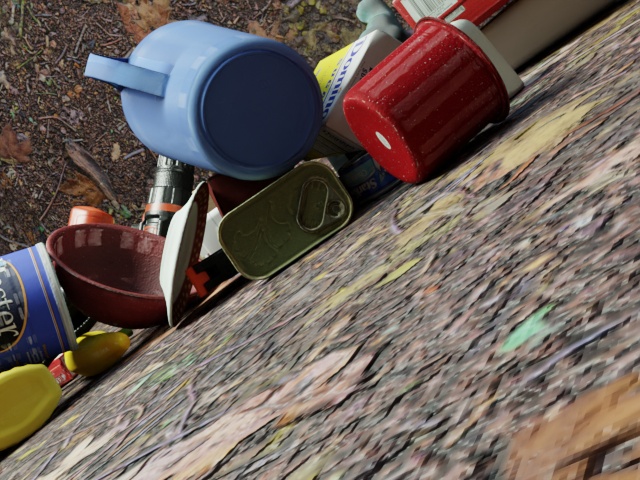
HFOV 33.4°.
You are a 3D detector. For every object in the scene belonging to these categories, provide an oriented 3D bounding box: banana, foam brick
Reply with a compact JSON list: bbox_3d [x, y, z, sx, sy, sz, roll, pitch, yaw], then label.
[{"bbox_3d":[-0.220,0.105,1.047,0.069,0.037,0.198,-39,6,-8],"label":"banana"},{"bbox_3d":[-0.060,-0.048,0.984,0.078,0.051,0.053,-28,-2,-8],"label":"foam brick"}]

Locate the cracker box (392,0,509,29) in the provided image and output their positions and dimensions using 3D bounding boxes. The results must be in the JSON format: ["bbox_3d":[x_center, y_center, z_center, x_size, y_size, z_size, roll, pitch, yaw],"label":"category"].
[{"bbox_3d":[0.180,-0.278,1.042,0.164,0.072,0.213,-36,5,32],"label":"cracker box"}]

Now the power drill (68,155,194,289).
[{"bbox_3d":[-0.211,-0.010,1.184,0.057,0.184,0.188,19,-18,-41],"label":"power drill"}]

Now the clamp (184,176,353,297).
[{"bbox_3d":[-0.056,0.001,0.956,0.171,0.039,0.120,-31,-4,-31],"label":"clamp"}]

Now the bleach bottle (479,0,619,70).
[{"bbox_3d":[0.181,-0.194,1.054,0.251,0.068,0.102,-37,5,9],"label":"bleach bottle"}]

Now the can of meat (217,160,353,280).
[{"bbox_3d":[-0.025,-0.018,0.836,0.102,0.057,0.084,-34,3,4],"label":"can of meat"}]

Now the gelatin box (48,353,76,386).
[{"bbox_3d":[-0.301,0.152,1.182,0.073,0.030,0.089,-34,6,3],"label":"gelatin box"}]

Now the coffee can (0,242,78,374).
[{"bbox_3d":[-0.298,0.071,0.947,0.140,0.103,0.103,-19,1,-16],"label":"coffee can"}]

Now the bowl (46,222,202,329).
[{"bbox_3d":[-0.189,0.041,1.034,0.162,0.162,0.055,-51,-21,-70],"label":"bowl"}]

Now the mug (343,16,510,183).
[{"bbox_3d":[0.072,-0.089,0.754,0.081,0.093,0.117,-41,-24,-13],"label":"mug"}]

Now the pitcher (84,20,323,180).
[{"bbox_3d":[-0.095,-0.121,0.902,0.149,0.145,0.243,-32,19,-11],"label":"pitcher"}]

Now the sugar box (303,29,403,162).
[{"bbox_3d":[0.017,-0.121,0.920,0.093,0.048,0.176,-62,11,-7],"label":"sugar box"}]

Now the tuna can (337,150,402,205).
[{"bbox_3d":[0.056,-0.066,0.862,0.086,0.034,0.086,-35,6,4],"label":"tuna can"}]

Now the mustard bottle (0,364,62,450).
[{"bbox_3d":[-0.308,0.166,0.958,0.096,0.058,0.192,-38,6,-38],"label":"mustard bottle"}]
